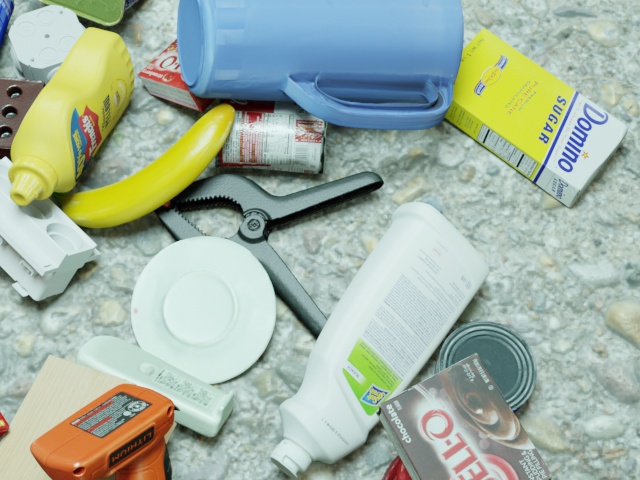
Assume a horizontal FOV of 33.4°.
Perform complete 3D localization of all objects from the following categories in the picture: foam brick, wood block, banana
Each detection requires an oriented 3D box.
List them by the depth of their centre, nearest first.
[{"bbox_3d":[-0.209,0.207,0.834,0.091,0.090,0.206,13,64,26],"label":"wood block"},{"bbox_3d":[-0.160,-0.058,0.962,0.198,0.037,0.069,-23,72,12],"label":"banana"},{"bbox_3d":[-0.288,-0.109,1.007,0.053,0.051,0.078,5,65,-1],"label":"foam brick"}]

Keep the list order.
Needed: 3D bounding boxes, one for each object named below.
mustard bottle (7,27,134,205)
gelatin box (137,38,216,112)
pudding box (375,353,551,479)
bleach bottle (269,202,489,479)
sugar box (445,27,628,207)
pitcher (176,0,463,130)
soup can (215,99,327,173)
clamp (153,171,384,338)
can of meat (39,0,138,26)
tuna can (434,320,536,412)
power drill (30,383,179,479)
[{"bbox_3d":[-0.227,-0.100,0.953,0.058,0.096,0.191,16,47,6],"label":"mustard bottle"},{"bbox_3d":[-0.122,-0.166,1.031,0.089,0.030,0.073,23,63,43],"label":"gelatin box"},{"bbox_3d":[0.108,0.157,0.819,0.090,0.039,0.113,-26,69,-13],"label":"pudding box"},{"bbox_3d":[0.038,0.090,0.915,0.102,0.068,0.250,45,70,-15],"label":"bleach bottle"},{"bbox_3d":[0.200,-0.121,1.038,0.176,0.048,0.093,36,69,14],"label":"sugar box"},{"bbox_3d":[0.001,-0.177,0.965,0.242,0.149,0.145,-4,103,-20],"label":"pitcher"},{"bbox_3d":[-0.046,-0.099,1.005,0.102,0.068,0.068,4,65,-1],"label":"soup can"},{"bbox_3d":[-0.056,0.001,0.976,0.210,0.036,0.164,8,71,5],"label":"clamp"},{"bbox_3d":[-0.225,-0.266,1.063,0.102,0.057,0.083,20,36,6],"label":"can of meat"},{"bbox_3d":[0.143,0.116,0.934,0.086,0.034,0.086,1,65,-2],"label":"tuna can"},{"bbox_3d":[-0.154,0.214,0.778,0.057,0.188,0.184,14,32,33],"label":"power drill"}]
